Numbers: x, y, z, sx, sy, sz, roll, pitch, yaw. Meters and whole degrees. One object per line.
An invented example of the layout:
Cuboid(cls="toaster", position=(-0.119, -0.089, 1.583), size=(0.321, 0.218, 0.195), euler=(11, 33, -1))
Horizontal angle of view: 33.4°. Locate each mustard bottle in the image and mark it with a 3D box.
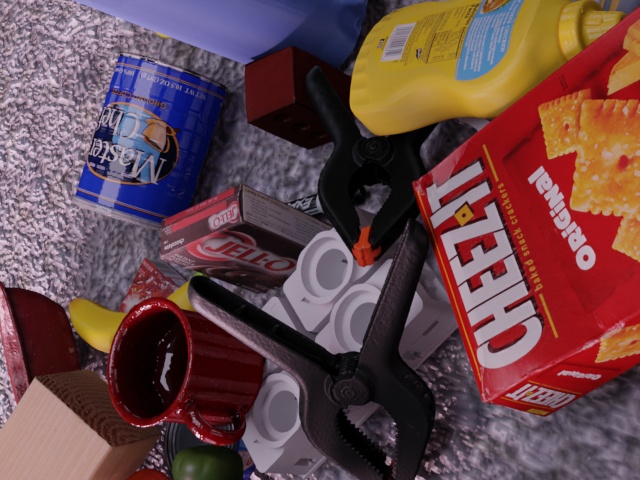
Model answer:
Cuboid(cls="mustard bottle", position=(0.111, -0.123, 0.693), size=(0.192, 0.058, 0.096), euler=(-3, 53, 45))

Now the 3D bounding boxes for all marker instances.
Cuboid(cls="marker", position=(-0.012, -0.026, 0.872), size=(0.121, 0.020, 0.020), euler=(-15, 69, 38))

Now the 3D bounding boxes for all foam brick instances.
Cuboid(cls="foam brick", position=(-0.016, -0.114, 0.859), size=(0.053, 0.078, 0.051), euler=(-16, 67, 38))

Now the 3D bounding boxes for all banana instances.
Cuboid(cls="banana", position=(-0.158, 0.068, 0.926), size=(0.198, 0.037, 0.069), euler=(-16, 50, 38))

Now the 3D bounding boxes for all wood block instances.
Cuboid(cls="wood block", position=(-0.235, 0.218, 0.882), size=(0.091, 0.090, 0.206), euler=(36, 99, 16))

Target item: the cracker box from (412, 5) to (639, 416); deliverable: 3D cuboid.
Cuboid(cls="cracker box", position=(0.165, -0.020, 0.612), size=(0.214, 0.072, 0.164), euler=(-38, 51, 33))

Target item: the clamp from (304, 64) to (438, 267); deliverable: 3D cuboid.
Cuboid(cls="clamp", position=(0.050, -0.064, 0.774), size=(0.120, 0.039, 0.171), euler=(-9, 62, 13))

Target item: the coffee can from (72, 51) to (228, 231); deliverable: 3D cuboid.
Cuboid(cls="coffee can", position=(-0.152, -0.085, 0.956), size=(0.103, 0.102, 0.140), euler=(18, 90, 43))

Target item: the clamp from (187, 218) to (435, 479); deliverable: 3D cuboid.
Cuboid(cls="clamp", position=(0.010, 0.090, 0.718), size=(0.165, 0.036, 0.210), euler=(-8, 116, 16))

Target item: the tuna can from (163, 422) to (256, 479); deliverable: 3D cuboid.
Cuboid(cls="tuna can", position=(-0.089, 0.164, 0.878), size=(0.086, 0.033, 0.086), euler=(-13, 70, 39))

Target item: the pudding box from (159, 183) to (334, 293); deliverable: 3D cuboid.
Cuboid(cls="pudding box", position=(-0.056, 0.001, 0.839), size=(0.090, 0.113, 0.039), euler=(-21, 62, 36))

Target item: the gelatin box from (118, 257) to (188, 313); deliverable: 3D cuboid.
Cuboid(cls="gelatin box", position=(-0.141, 0.068, 0.954), size=(0.089, 0.030, 0.073), euler=(35, 103, 42))

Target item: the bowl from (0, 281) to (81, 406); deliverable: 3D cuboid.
Cuboid(cls="bowl", position=(-0.261, 0.111, 1.004), size=(0.162, 0.055, 0.162), euler=(168, 90, -69))

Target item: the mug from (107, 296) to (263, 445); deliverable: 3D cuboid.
Cuboid(cls="mug", position=(-0.091, 0.101, 0.780), size=(0.093, 0.081, 0.117), euler=(-52, 50, 18))

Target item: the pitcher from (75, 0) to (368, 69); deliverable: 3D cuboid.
Cuboid(cls="pitcher", position=(-0.093, -0.212, 0.844), size=(0.149, 0.242, 0.145), euler=(-47, 52, 32))
